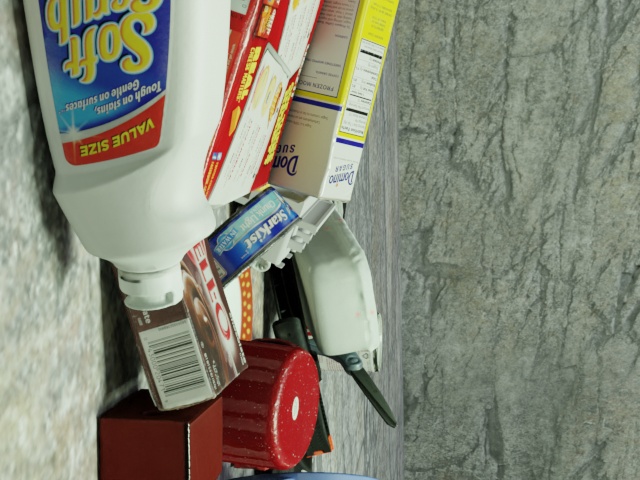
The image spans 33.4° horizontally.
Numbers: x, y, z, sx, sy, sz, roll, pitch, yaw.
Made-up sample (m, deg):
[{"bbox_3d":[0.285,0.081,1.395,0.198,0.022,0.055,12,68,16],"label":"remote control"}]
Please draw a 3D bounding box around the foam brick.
[{"bbox_3d":[-0.090,0.119,0.616,0.078,0.053,0.051,-29,119,-81],"label":"foam brick"}]

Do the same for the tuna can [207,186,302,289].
[{"bbox_3d":[-0.055,0.001,0.746,0.034,0.086,0.086,49,12,-1],"label":"tuna can"}]

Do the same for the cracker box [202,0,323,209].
[{"bbox_3d":[-0.058,-0.109,0.635,0.213,0.072,0.164,-51,159,-78],"label":"cracker box"}]

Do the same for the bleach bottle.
[{"bbox_3d":[-0.081,-0.089,0.485,0.068,0.103,0.251,-56,145,-67],"label":"bleach bottle"}]

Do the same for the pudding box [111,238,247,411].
[{"bbox_3d":[-0.082,0.034,0.621,0.090,0.039,0.113,-27,102,-80],"label":"pudding box"}]

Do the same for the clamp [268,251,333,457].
[{"bbox_3d":[-0.020,0.114,1.029,0.164,0.036,0.210,-100,178,-58],"label":"clamp"}]

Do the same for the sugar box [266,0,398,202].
[{"bbox_3d":[-0.004,-0.123,0.759,0.048,0.093,0.176,1,105,-53],"label":"sugar box"}]

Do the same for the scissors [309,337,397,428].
[{"bbox_3d":[0.012,0.123,1.079,0.202,0.096,0.016,-104,-167,-56],"label":"scissors"}]

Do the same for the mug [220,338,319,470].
[{"bbox_3d":[-0.047,0.103,0.727,0.117,0.082,0.093,-50,139,-57],"label":"mug"}]
